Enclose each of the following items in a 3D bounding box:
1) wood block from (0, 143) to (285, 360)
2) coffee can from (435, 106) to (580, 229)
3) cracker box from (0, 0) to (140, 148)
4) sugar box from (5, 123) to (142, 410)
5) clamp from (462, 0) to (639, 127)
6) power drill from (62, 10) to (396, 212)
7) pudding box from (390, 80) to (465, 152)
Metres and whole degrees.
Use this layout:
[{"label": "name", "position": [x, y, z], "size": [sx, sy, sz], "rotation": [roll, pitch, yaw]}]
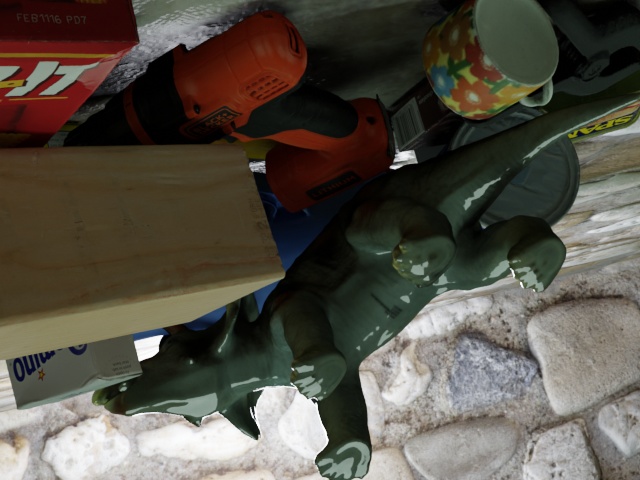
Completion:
[{"label": "wood block", "position": [-0.127, 0.004, 0.581], "size": [0.091, 0.090, 0.205], "rotation": [-25, 170, 36]}, {"label": "coffee can", "position": [0.134, -0.038, 0.857], "size": [0.102, 0.103, 0.140], "rotation": [-13, 170, -11]}, {"label": "cracker box", "position": [-0.203, -0.071, 0.494], "size": [0.163, 0.072, 0.214], "rotation": [-8, 168, -36]}, {"label": "sugar box", "position": [-0.184, 0.018, 0.721], "size": [0.094, 0.176, 0.048], "rotation": [-22, 168, 36]}, {"label": "clamp", "position": [0.180, -0.129, 0.778], "size": [0.171, 0.039, 0.120], "rotation": [-4, 150, -41]}, {"label": "power drill", "position": [-0.051, -0.069, 0.703], "size": [0.185, 0.057, 0.187], "rotation": [-23, 159, 29]}, {"label": "pudding box", "position": [0.120, -0.111, 0.850], "size": [0.089, 0.039, 0.114], "rotation": [-11, 170, -27]}]
